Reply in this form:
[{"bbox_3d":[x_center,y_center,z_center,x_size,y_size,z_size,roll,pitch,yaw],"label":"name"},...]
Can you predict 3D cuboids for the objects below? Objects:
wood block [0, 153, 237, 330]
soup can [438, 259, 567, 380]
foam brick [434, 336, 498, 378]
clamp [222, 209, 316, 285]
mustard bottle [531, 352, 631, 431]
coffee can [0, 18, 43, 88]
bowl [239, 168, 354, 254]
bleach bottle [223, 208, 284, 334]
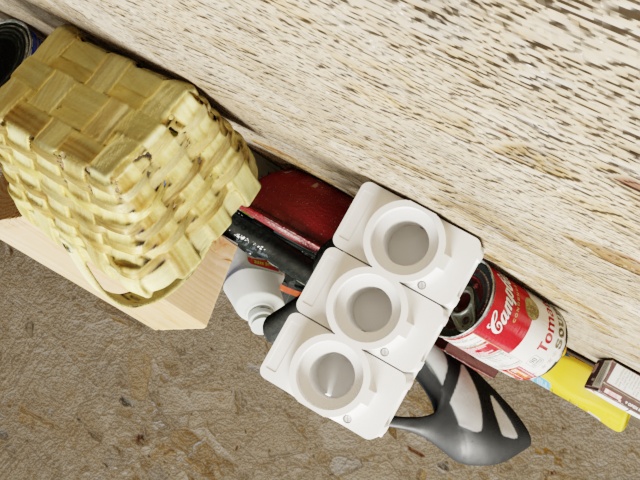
[{"bbox_3d":[-0.190,-0.004,0.973,0.090,0.090,0.205,-7,146,47],"label":"wood block"},{"bbox_3d":[0.139,0.063,0.842,0.102,0.068,0.069,30,178,-36],"label":"soup can"},{"bbox_3d":[0.143,0.074,0.938,0.053,0.078,0.051,30,180,-6],"label":"foam brick"},{"bbox_3d":[-0.057,0.001,1.048,0.171,0.039,0.120,28,178,-15],"label":"clamp"},{"bbox_3d":[0.287,0.158,1.282,0.192,0.058,0.096,28,179,21],"label":"mustard bottle"},{"bbox_3d":[-0.284,-0.137,1.062,0.103,0.103,0.140,28,169,38],"label":"coffee can"},{"bbox_3d":[-0.001,-0.019,0.954,0.162,0.055,0.162,30,178,1],"label":"bowl"},{"bbox_3d":[-0.083,0.021,1.325,0.102,0.068,0.251,30,-152,-34],"label":"bleach bottle"}]
